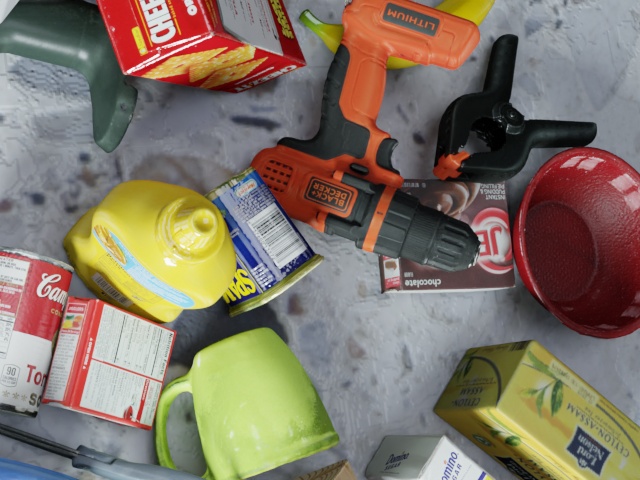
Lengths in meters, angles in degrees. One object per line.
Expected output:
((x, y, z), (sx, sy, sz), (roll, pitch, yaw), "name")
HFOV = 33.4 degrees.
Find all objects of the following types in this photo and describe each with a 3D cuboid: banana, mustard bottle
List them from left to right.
((-0.105, 0.005, 0.688), (0.096, 0.192, 0.058), (43, 67, -12), "mustard bottle")
((0.082, -0.182, 0.890), (0.197, 0.037, 0.069), (-19, 90, -25), "banana")

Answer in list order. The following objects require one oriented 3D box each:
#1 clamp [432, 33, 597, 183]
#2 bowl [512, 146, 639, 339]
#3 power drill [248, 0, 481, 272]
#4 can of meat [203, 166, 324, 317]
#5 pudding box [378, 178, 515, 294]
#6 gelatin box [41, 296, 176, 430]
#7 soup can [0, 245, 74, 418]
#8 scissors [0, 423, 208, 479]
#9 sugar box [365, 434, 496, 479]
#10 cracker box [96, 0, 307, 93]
((0.159, -0.091, 0.887), (0.120, 0.039, 0.171), (39, 56, 4), "clamp")
((0.218, 0.005, 0.903), (0.161, 0.055, 0.162), (5, 79, -27), "bowl")
((0.055, -0.083, 0.806), (0.184, 0.057, 0.187), (20, 82, 4), "power drill")
((-0.055, 0.001, 0.762), (0.057, 0.102, 0.084), (-37, 94, -25), "can of meat")
((0.101, -0.003, 0.865), (0.113, 0.039, 0.090), (-1, 81, -24), "pudding box")
((-0.142, 0.085, 0.726), (0.089, 0.030, 0.073), (33, 65, -55), "gelatin box")
((-0.208, 0.060, 0.702), (0.068, 0.069, 0.102), (16, 75, -21), "soup can")
((-0.147, 0.158, 0.731), (0.202, 0.096, 0.016), (13, 63, 11), "scissors")
((0.123, 0.216, 0.806), (0.176, 0.093, 0.048), (39, 68, -12), "sugar box")
((-0.092, -0.190, 0.726), (0.072, 0.213, 0.164), (-20, 89, 14), "cracker box")
